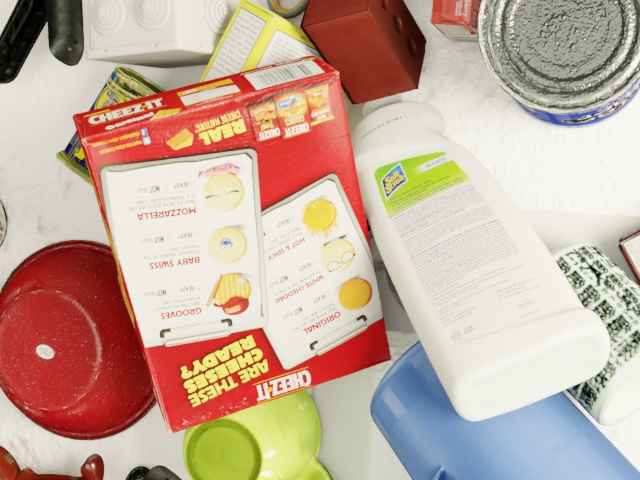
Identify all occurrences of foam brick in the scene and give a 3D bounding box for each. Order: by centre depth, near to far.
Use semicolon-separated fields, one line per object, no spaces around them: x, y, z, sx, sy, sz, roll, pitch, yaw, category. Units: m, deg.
0.031;-0.141;0.725;0.051;0.078;0.053;-10;48;30;foam brick

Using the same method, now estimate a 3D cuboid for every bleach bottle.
0.086;-0.012;0.692;0.102;0.068;0.251;-22;53;2;bleach bottle

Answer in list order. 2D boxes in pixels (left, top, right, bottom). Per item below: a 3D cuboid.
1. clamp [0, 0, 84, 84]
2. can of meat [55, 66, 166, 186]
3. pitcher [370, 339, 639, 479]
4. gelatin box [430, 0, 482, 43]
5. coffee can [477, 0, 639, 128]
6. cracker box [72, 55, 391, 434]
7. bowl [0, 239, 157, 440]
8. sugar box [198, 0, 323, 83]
-0.206;-0.197;0.809;0.120;0.039;0.171;-9;65;39;clamp
-0.133;-0.070;0.802;0.102;0.057;0.084;35;98;11;can of meat
0.132;0.169;0.668;0.145;0.149;0.243;-40;62;2;pitcher
0.098;-0.175;0.715;0.030;0.089;0.073;8;94;15;gelatin box
0.158;-0.126;0.675;0.103;0.140;0.103;1;93;15;coffee can
-0.055;0.001;0.708;0.164;0.072;0.214;-17;116;-11;cracker box
-0.199;0.081;0.828;0.162;0.055;0.162;1;93;16;bowl
-0.056;-0.072;0.760;0.048;0.093;0.176;41;104;40;sugar box
